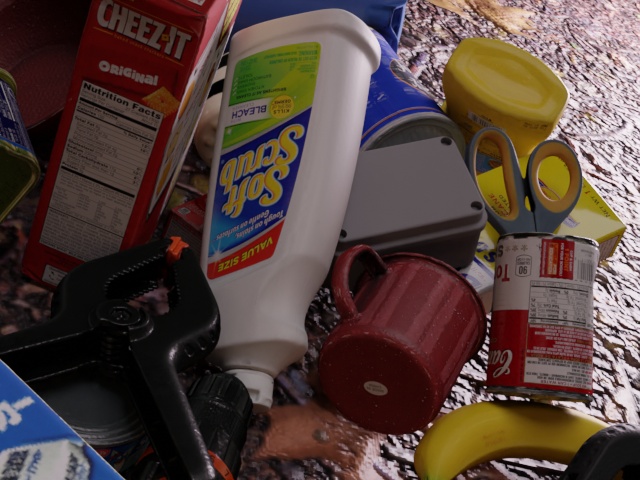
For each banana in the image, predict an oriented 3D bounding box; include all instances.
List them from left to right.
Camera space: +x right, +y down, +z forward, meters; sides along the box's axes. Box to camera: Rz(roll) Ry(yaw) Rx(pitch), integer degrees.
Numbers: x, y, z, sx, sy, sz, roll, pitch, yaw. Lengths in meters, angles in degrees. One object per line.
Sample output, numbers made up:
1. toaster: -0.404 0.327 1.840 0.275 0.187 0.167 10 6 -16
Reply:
1. banana: 0.131 0.134 0.680 0.197 0.037 0.069 0 63 -29

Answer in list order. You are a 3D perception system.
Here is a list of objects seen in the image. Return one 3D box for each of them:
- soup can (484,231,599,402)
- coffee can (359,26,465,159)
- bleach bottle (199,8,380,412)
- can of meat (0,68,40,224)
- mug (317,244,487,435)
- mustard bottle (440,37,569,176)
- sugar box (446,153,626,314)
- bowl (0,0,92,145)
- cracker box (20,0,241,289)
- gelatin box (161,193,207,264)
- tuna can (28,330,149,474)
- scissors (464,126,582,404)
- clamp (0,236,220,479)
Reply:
1. soup can: 0.144 0.050 0.689 0.068 0.069 0.102 9 80 -21
2. coffee can: 0.041 -0.100 0.882 0.102 0.103 0.140 0 40 -32
3. bleach bottle: -0.024 -0.018 0.669 0.068 0.103 0.251 39 52 -53
4. can of meat: -0.221 -0.047 0.648 0.057 0.102 0.084 24 28 -46
5. mug: 0.043 0.057 0.666 0.117 0.093 0.081 60 36 -17
6. mustard bottle: 0.143 -0.093 0.890 0.096 0.191 0.058 28 75 10
7. sugar box: 0.125 -0.001 0.785 0.176 0.048 0.093 -22 59 -21
8. bowl: -0.209 -0.121 0.758 0.162 0.055 0.162 -8 58 13
9. cracker box: -0.113 -0.090 0.671 0.072 0.214 0.164 21 34 -4
10. gelatin box: -0.055 0.001 0.748 0.089 0.030 0.073 37 35 18
11. tuna can: -0.129 0.088 0.578 0.086 0.034 0.086 16 34 -12
12. scissors: 0.159 0.013 0.744 0.096 0.016 0.202 -16 82 -18
13. clamp: -0.118 0.053 0.565 0.164 0.036 0.210 15 28 -2
